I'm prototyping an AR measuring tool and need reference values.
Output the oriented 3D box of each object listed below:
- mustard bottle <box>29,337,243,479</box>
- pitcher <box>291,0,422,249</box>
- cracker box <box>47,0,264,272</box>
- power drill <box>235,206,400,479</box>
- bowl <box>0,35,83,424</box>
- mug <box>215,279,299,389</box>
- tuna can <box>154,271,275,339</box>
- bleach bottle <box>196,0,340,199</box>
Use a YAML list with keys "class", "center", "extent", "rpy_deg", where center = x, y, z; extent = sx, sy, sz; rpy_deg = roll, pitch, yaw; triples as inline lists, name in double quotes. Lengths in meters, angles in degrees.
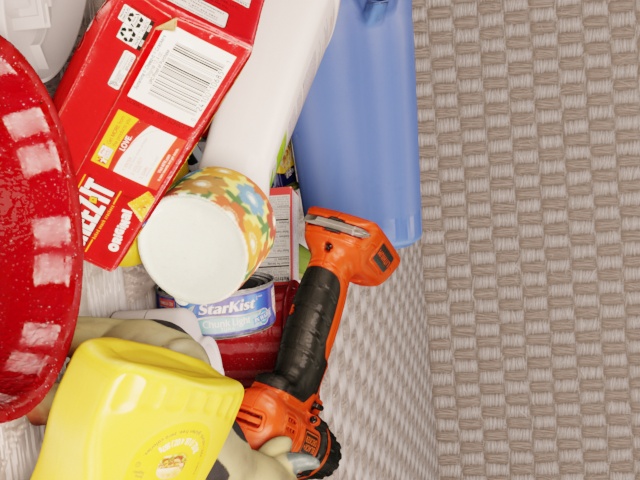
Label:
- class: "mustard bottle"
  center: [-0.109, 0.145, 0.508]
  extent: [0.096, 0.058, 0.191]
  rpy_deg: [21, 93, -56]
- class: "pitcher"
  center: [0.027, -0.113, 0.996]
  extent: [0.149, 0.145, 0.243]
  rpy_deg: [-19, 105, -67]
- class: "cracker box"
  center: [-0.089, -0.114, 0.586]
  extent: [0.164, 0.072, 0.213]
  rpy_deg: [-52, -160, 37]
- class: "power drill"
  center: [0.002, 0.082, 0.783]
  extent: [0.184, 0.057, 0.187]
  rpy_deg: [52, 55, -67]
- class: "bowl"
  center: [-0.156, -0.005, 0.441]
  extent: [0.162, 0.055, 0.162]
  rpy_deg: [-4, 90, -79]
- class: "mug"
  center: [-0.055, 0.076, 0.870]
  extent: [0.117, 0.081, 0.093]
  rpy_deg: [-64, 149, -68]
- class: "tuna can"
  center: [-0.075, 0.046, 0.768]
  extent: [0.086, 0.086, 0.034]
  rpy_deg: [-43, 130, -76]
- class: "bleach bottle"
  center: [-0.048, -0.080, 0.751]
  extent: [0.103, 0.068, 0.250]
  rpy_deg: [99, 7, -64]
